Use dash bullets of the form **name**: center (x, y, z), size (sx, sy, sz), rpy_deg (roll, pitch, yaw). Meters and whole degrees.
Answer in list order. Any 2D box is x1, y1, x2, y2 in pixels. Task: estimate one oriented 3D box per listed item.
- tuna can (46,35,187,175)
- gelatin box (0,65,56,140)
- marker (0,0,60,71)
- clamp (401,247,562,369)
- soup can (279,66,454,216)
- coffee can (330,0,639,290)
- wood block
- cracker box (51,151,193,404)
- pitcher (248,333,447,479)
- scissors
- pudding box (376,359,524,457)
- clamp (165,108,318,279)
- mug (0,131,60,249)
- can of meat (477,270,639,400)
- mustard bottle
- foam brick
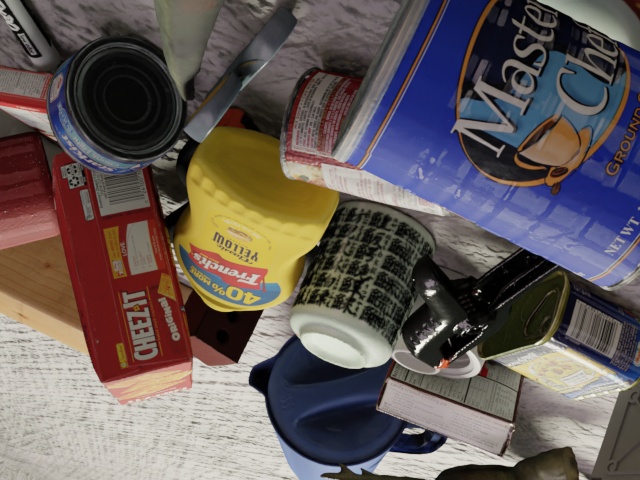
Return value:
- **tuna can**: center (-0.129, -0.087, 0.685), size (0.086, 0.086, 0.034), rpy_deg (35, 153, -23)
- **gelatin box**: center (-0.181, -0.093, 0.767), size (0.073, 0.030, 0.089), rpy_deg (12, 170, 25)
- **marker**: center (-0.202, -0.155, 0.694), size (0.020, 0.020, 0.121), rpy_deg (14, 154, 21)
- **clamp**: center (0.091, 0.043, 0.706), size (0.120, 0.039, 0.172), rpy_deg (-4, 148, -24)
- **soup can**: center (0.036, -0.057, 0.615), size (0.102, 0.068, 0.068), rpy_deg (15, 155, 19)
- **coffee can**: center (0.089, -0.053, 0.478), size (0.140, 0.102, 0.103), rpy_deg (26, 156, -3)
- **wood block**: center (-0.234, 0.059, 1.078), size (0.206, 0.090, 0.091), rpy_deg (27, 157, -7)
- **cracker box**: center (-0.147, 0.034, 0.813), size (0.072, 0.164, 0.214), rpy_deg (-13, 169, -10)
- **pitcher**: center (0.025, 0.179, 1.050), size (0.149, 0.145, 0.243), rpy_deg (55, 168, 18)
- **scissors**: center (-0.069, -0.077, 0.650), size (0.016, 0.096, 0.202), rpy_deg (39, 151, -9)
- **pudding box**: center (0.111, 0.127, 0.900), size (0.113, 0.090, 0.039), rpy_deg (18, 116, 9)
- **clamp**: center (-0.068, -0.030, 0.805), size (0.165, 0.036, 0.210), rpy_deg (15, 152, 18)
- **mug**: center (-0.243, -0.030, 0.813), size (0.081, 0.093, 0.117), rpy_deg (-14, 158, -12)
- **can of meat**: center (0.176, 0.071, 0.766), size (0.084, 0.057, 0.102), rpy_deg (28, 157, -13)
- **mustard bottle**: center (-0.055, 0.001, 0.747), size (0.096, 0.058, 0.192), rpy_deg (26, 149, -1)
- **foam brick**: center (-0.093, 0.070, 0.984), size (0.053, 0.078, 0.051), rpy_deg (38, 154, -28)
